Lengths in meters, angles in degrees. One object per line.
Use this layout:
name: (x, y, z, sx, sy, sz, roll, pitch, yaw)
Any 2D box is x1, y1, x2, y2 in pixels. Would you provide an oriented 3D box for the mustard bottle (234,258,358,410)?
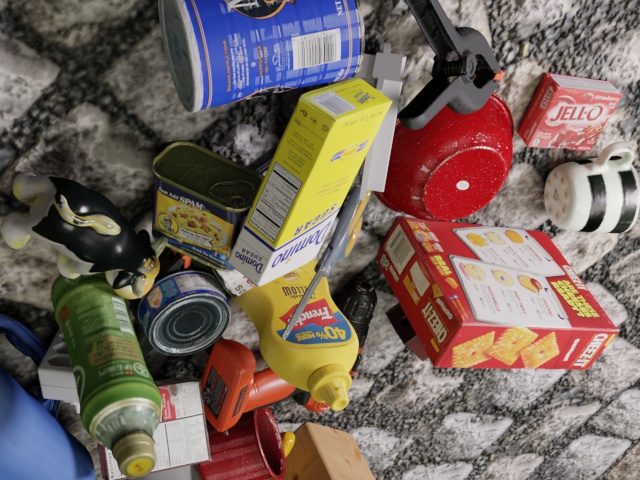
mustard bottle: (-0.016, 0.090, 1.047, 0.096, 0.192, 0.058, 0, 130, -28)

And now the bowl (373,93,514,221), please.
bowl: (0.134, -0.073, 1.072, 0.162, 0.055, 0.162, -14, 135, -15)

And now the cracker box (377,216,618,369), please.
cracker box: (0.186, 0.059, 1.144, 0.213, 0.164, 0.072, 5, 129, -31)

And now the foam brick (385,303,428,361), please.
foam brick: (0.127, 0.090, 1.224, 0.078, 0.053, 0.051, -37, 137, 8)

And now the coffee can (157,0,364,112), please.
coffee can: (-0.049, -0.166, 0.852, 0.140, 0.103, 0.103, -14, 135, -15)

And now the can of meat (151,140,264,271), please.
can of meat: (-0.103, -0.028, 0.961, 0.057, 0.102, 0.084, -51, 160, -44)

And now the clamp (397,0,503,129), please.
clamp: (0.116, -0.146, 0.957, 0.171, 0.039, 0.120, 14, 88, -54)

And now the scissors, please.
scissors: (0.007, 0.027, 1.042, 0.096, 0.016, 0.201, 91, 24, -63)

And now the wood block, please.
wood block: (0.022, 0.331, 1.285, 0.090, 0.206, 0.091, 25, 116, -41)

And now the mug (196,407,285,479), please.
mug: (-0.098, 0.228, 1.216, 0.081, 0.093, 0.117, -18, 101, 11)

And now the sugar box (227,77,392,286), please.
sugar box: (-0.010, -0.048, 0.911, 0.093, 0.048, 0.176, -26, 146, -51)

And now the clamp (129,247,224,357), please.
clamp: (-0.158, 0.082, 1.080, 0.164, 0.036, 0.210, -13, 138, -18)

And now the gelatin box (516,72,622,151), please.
gelatin box: (0.255, -0.130, 1.098, 0.089, 0.030, 0.073, 2, 129, -29)

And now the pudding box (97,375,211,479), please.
pudding box: (-0.174, 0.193, 1.098, 0.113, 0.039, 0.090, -8, 91, -20)

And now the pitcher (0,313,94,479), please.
pitcher: (-0.317, 0.190, 1.045, 0.149, 0.145, 0.242, -20, 142, 9)

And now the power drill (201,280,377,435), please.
power drill: (-0.032, 0.128, 1.151, 0.187, 0.057, 0.185, -9, 132, -37)

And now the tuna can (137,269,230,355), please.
tuna can: (-0.130, 0.071, 1.028, 0.086, 0.034, 0.086, -16, 137, -16)
